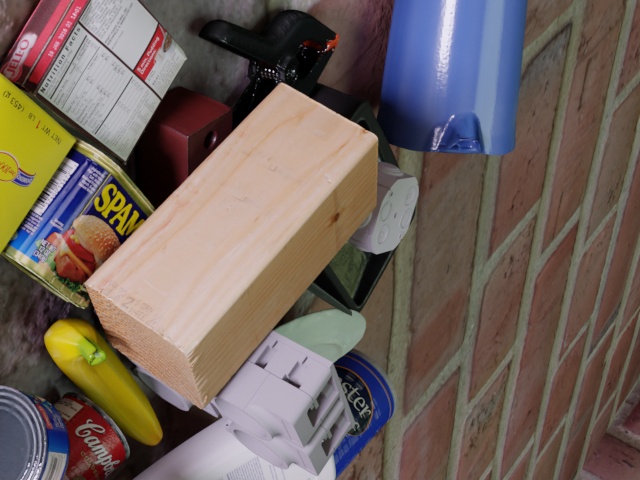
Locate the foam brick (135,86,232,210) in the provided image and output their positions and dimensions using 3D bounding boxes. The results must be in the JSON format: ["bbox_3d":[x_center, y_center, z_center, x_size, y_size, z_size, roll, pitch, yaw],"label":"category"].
[{"bbox_3d":[-0.099,-0.062,0.773,0.052,0.051,0.078,-39,144,-43],"label":"foam brick"}]

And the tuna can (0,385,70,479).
[{"bbox_3d":[-0.210,0.141,0.707,0.086,0.086,0.033,-62,156,-5],"label":"tuna can"}]

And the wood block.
[{"bbox_3d":[-0.054,0.001,0.744,0.205,0.090,0.091,-49,157,-25],"label":"wood block"}]

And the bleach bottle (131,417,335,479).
[{"bbox_3d":[-0.110,0.210,0.867,0.250,0.068,0.102,-25,118,-24],"label":"bleach bottle"}]

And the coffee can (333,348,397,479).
[{"bbox_3d":[0.002,0.193,1.132,0.140,0.103,0.103,-41,145,-40],"label":"coffee can"}]

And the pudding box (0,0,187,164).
[{"bbox_3d":[-0.140,-0.111,0.670,0.090,0.039,0.113,-60,152,-8],"label":"pudding box"}]

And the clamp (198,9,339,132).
[{"bbox_3d":[-0.042,-0.124,0.840,0.171,0.039,0.120,-28,138,-51],"label":"clamp"}]

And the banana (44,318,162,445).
[{"bbox_3d":[-0.162,0.101,0.784,0.037,0.070,0.198,-33,155,-10],"label":"banana"}]

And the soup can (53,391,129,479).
[{"bbox_3d":[-0.198,0.168,0.775,0.102,0.069,0.068,-44,148,-35],"label":"soup can"}]

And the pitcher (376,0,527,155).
[{"bbox_3d":[0.124,-0.207,0.977,0.144,0.149,0.243,-18,119,-49],"label":"pitcher"}]

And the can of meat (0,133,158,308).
[{"bbox_3d":[-0.161,-0.011,0.691,0.084,0.057,0.102,-56,159,-12],"label":"can of meat"}]

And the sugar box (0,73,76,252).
[{"bbox_3d":[-0.220,-0.010,0.600,0.176,0.048,0.093,-61,154,-10],"label":"sugar box"}]
